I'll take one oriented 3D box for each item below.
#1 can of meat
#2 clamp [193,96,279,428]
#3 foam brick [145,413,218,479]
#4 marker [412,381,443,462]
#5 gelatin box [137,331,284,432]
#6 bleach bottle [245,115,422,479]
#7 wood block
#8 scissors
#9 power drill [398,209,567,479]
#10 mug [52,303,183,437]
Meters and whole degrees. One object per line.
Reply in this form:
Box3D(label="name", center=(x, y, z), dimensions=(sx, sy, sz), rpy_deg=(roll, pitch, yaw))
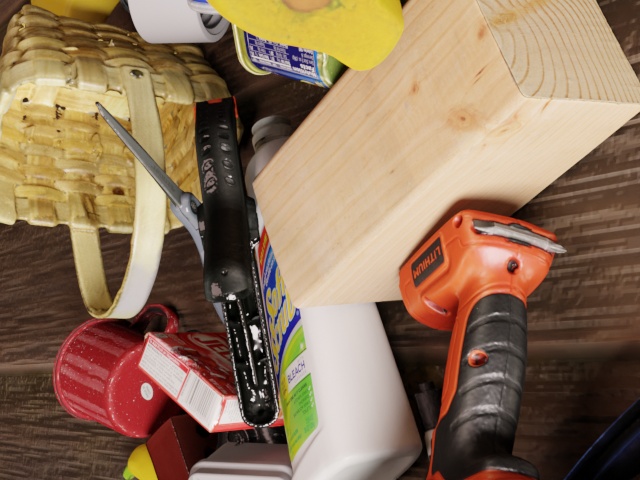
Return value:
Box3D(label="can of meat", center=(0.013, -0.128, 0.625), dimensions=(0.084, 0.101, 0.057), rpy_deg=(25, 131, 48))
Box3D(label="clamp", center=(-0.054, 0.001, 0.655), dimensions=(0.164, 0.036, 0.210), rpy_deg=(84, 176, -49))
Box3D(label="foam brick", center=(-0.093, 0.177, 0.824), dimensions=(0.051, 0.052, 0.078), rpy_deg=(-51, 53, 42))
Box3D(label="marker", center=(0.075, 0.141, 0.619), dimensions=(0.020, 0.020, 0.121), rpy_deg=(-32, 66, 50))
Box3D(label="gelatin box", center=(-0.068, 0.092, 0.717), dimensions=(0.089, 0.073, 0.030), rpy_deg=(33, 108, 39))
Box3D(label="bleach bottle", center=(-0.006, 0.034, 0.691), dimensions=(0.103, 0.068, 0.251), rpy_deg=(120, 140, -56))
Box3D(label="wood block", center=(0.058, -0.051, 0.576), dimensions=(0.206, 0.090, 0.090), rpy_deg=(-45, 56, 45))
Box3D(label="scissors", center=(-0.082, -0.001, 0.693), dimensions=(0.016, 0.201, 0.096), rpy_deg=(-20, 56, 23))
Box3D(label="power drill", center=(0.066, 0.093, 0.540), dimensions=(0.185, 0.057, 0.187), rpy_deg=(132, 149, -59))
Box3D(label="mug", center=(-0.156, 0.106, 0.891), dimensions=(0.082, 0.093, 0.117), rpy_deg=(12, 64, 49))
